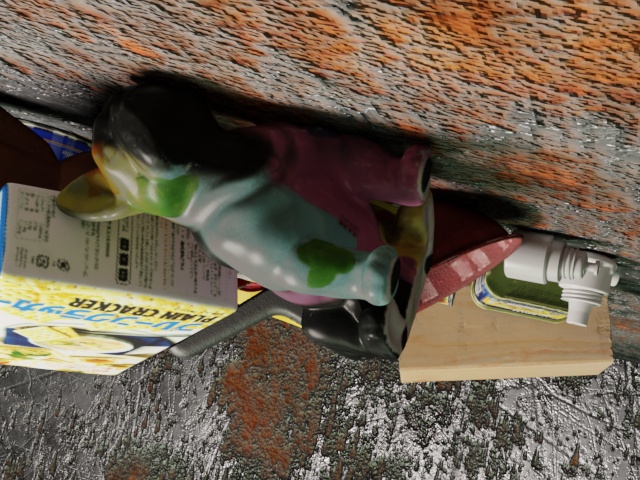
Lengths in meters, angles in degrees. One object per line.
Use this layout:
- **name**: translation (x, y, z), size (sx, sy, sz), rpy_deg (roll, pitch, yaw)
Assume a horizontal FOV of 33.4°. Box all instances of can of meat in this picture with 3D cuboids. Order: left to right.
- **can of meat**: translation (0.197, 0.040, 0.999), size (0.102, 0.057, 0.084), rpy_deg (12, 172, 3)

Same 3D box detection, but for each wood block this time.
- **wood block**: translation (0.182, 0.091, 1.085), size (0.206, 0.090, 0.091), rpy_deg (-3, 166, 5)

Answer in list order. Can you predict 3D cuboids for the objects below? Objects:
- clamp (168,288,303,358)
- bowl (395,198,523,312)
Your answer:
- **clamp**: translation (-0.028, 0.019, 0.919), size (0.210, 0.164, 0.036), rpy_deg (-1, -176, 0)
- **bowl**: translation (0.068, 0.015, 0.800), size (0.162, 0.055, 0.162), rpy_deg (-27, 166, -7)
